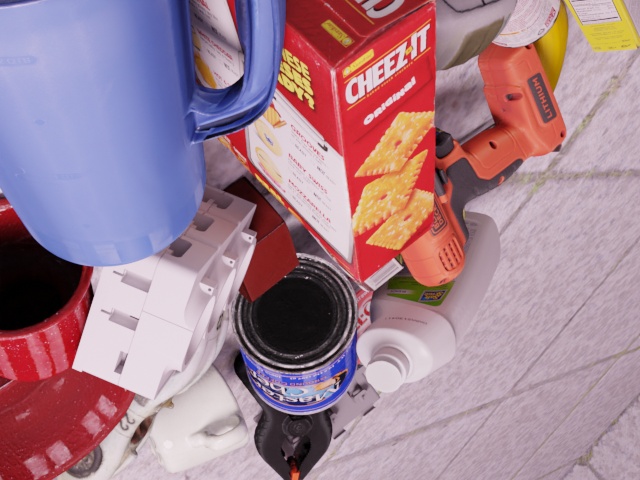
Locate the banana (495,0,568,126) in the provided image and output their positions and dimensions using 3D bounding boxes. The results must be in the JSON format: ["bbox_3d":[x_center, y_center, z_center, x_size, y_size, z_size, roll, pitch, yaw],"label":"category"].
[{"bbox_3d":[0.185,-0.150,0.926,0.069,0.037,0.198,-44,156,-32],"label":"banana"}]

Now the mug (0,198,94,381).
[{"bbox_3d":[-0.191,0.035,0.643,0.117,0.093,0.081,-4,151,-6],"label":"mug"}]

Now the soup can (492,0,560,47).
[{"bbox_3d":[0.129,-0.186,0.765,0.068,0.068,0.102,-48,155,10],"label":"soup can"}]

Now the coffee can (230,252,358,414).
[{"bbox_3d":[-0.019,0.083,0.910,0.102,0.103,0.140,-37,161,-12],"label":"coffee can"}]

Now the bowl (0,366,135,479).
[{"bbox_3d":[-0.212,0.117,0.762,0.162,0.055,0.162,-33,153,-20],"label":"bowl"}]

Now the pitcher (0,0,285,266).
[{"bbox_3d":[-0.108,-0.084,0.503,0.145,0.149,0.243,-35,157,-16],"label":"pitcher"}]

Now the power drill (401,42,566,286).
[{"bbox_3d":[0.104,-0.084,0.846,0.187,0.057,0.184,-40,120,-24],"label":"power drill"}]

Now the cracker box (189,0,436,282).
[{"bbox_3d":[-0.011,-0.094,0.596,0.072,0.164,0.214,-37,154,-15],"label":"cracker box"}]

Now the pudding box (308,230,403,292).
[{"bbox_3d":[0.012,-0.012,0.843,0.039,0.090,0.113,-41,155,1],"label":"pudding box"}]

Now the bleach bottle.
[{"bbox_3d":[0.083,0.052,0.919,0.250,0.103,0.068,-50,134,-57],"label":"bleach bottle"}]

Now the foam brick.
[{"bbox_3d":[-0.055,0.001,0.809,0.051,0.053,0.078,-37,154,-11],"label":"foam brick"}]

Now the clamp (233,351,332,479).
[{"bbox_3d":[-0.016,0.167,1.047,0.120,0.039,0.171,-9,126,-4],"label":"clamp"}]
